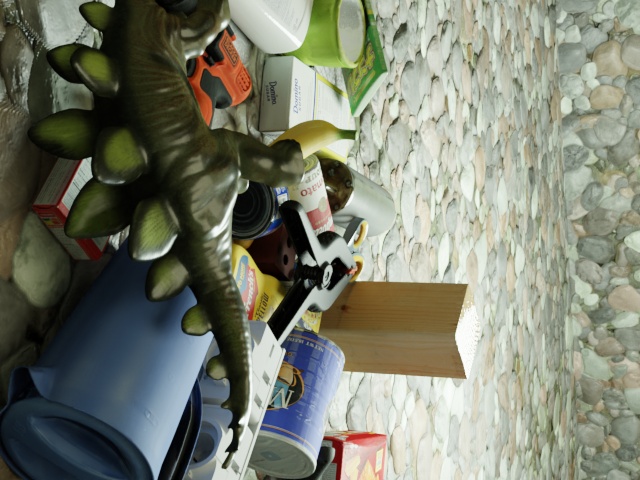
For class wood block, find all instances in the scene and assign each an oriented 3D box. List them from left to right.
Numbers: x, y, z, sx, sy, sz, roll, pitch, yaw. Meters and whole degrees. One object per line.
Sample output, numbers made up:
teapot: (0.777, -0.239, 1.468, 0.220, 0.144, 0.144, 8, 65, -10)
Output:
wood block: (0.091, 0.112, 1.374, 0.090, 0.206, 0.090, 68, 32, -42)

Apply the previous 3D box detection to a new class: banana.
banana: (-0.046, -0.075, 1.202, 0.197, 0.070, 0.037, -47, 144, -16)

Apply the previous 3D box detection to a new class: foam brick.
foam brick: (-0.058, 0.001, 1.219, 0.053, 0.051, 0.078, 50, 46, -57)

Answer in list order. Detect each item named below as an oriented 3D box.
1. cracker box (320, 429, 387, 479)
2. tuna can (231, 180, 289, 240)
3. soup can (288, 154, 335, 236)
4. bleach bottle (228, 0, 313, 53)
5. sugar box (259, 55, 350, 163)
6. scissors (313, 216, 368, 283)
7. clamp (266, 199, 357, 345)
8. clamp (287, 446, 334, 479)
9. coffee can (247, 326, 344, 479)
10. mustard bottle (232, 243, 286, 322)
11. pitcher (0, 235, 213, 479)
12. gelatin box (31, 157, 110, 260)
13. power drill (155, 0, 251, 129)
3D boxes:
cracker box: (0.025, 0.361, 1.402, 0.164, 0.072, 0.214, 18, 75, -65)
tuna can: (-0.078, -0.044, 1.128, 0.033, 0.086, 0.086, -23, 112, -63)
soup can: (-0.025, -0.046, 1.275, 0.068, 0.069, 0.102, -56, 140, -52)
bleach bottle: (-0.089, -0.297, 1.123, 0.250, 0.068, 0.102, 39, 55, -59)
sugar box: (-0.017, -0.158, 1.319, 0.176, 0.048, 0.093, 20, 72, -62)
scissors: (0.021, 0.010, 1.307, 0.201, 0.016, 0.096, 20, 85, -70)
clamp: (-0.009, 0.027, 1.181, 0.209, 0.036, 0.164, -19, 121, -64)
clamp: (-0.018, 0.271, 1.295, 0.120, 0.039, 0.172, -92, -164, -54)
coffee can: (-0.038, 0.183, 1.208, 0.102, 0.103, 0.140, 64, 35, -46)
mustard bottle: (-0.096, 0.056, 1.125, 0.191, 0.058, 0.096, 49, 52, -57)
pitcher: (-0.155, 0.103, 0.903, 0.242, 0.145, 0.149, -67, 178, -46)
gelatin box: (-0.201, -0.039, 0.911, 0.073, 0.030, 0.089, 62, 36, -46)
power drill: (-0.135, -0.152, 1.026, 0.184, 0.057, 0.187, 58, 41, -47)
